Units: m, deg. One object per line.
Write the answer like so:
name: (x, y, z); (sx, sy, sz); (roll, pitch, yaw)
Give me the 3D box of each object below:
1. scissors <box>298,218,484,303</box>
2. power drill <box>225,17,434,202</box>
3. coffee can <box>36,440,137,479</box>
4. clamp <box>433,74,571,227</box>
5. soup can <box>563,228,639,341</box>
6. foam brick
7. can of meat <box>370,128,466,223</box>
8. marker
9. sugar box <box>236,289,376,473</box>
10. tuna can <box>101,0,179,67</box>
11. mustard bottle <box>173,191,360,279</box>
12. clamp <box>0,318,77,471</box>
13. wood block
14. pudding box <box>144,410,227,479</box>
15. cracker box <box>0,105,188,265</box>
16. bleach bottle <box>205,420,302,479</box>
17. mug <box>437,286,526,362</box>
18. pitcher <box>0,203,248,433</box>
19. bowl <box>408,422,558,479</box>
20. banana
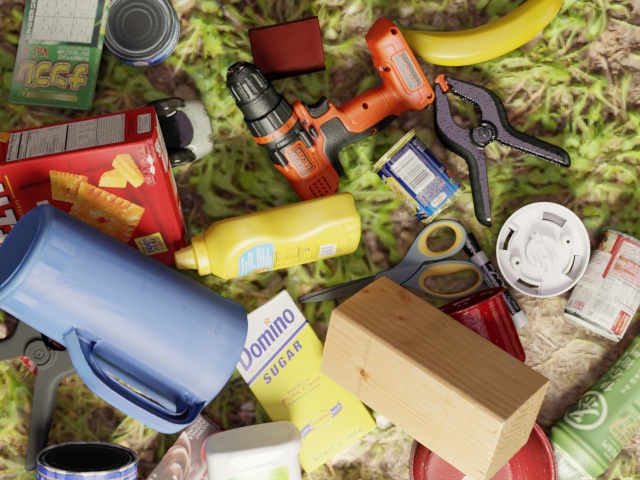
scissors: (0.076, 0.023, 1.157); (0.202, 0.016, 0.096); (1, 95, 6)
power drill: (0.013, -0.151, 1.125); (0.187, 0.057, 0.184); (-36, 121, -2)
coffee can: (-0.244, 0.290, 1.103); (0.103, 0.103, 0.140); (4, 97, 1)
clamp: (0.173, -0.102, 1.161); (0.171, 0.039, 0.120); (44, 84, 9)
soup can: (0.311, 0.048, 1.136); (0.068, 0.068, 0.102); (28, 88, 2)
foam brick: (-0.035, -0.207, 1.162); (0.078, 0.053, 0.051); (-11, 87, 1)
can of meat: (0.103, -0.066, 1.129); (0.057, 0.102, 0.084); (-43, 90, -1)
marker: (0.187, 0.042, 1.162); (0.020, 0.020, 0.121); (-32, 87, -1)
sugar box: (-0.025, 0.150, 1.147); (0.093, 0.048, 0.176); (-35, 88, -1)
tuna can: (-0.200, -0.236, 1.175); (0.086, 0.034, 0.086); (0, 87, 1)
mustard bottle: (-0.057, 0.001, 1.115); (0.191, 0.096, 0.058); (-13, 71, -10)
clamp: (-0.305, 0.115, 1.123); (0.164, 0.036, 0.210); (37, 88, -7)
wood block: (0.110, 0.135, 1.065); (0.206, 0.090, 0.091); (32, 131, 27)
pudding box: (-0.129, 0.254, 1.146); (0.090, 0.039, 0.113); (38, 89, 1)
cracker box: (-0.257, -0.037, 1.105); (0.213, 0.072, 0.164); (-10, 129, -1)
bleach bottle: (-0.056, 0.320, 1.112); (0.102, 0.068, 0.251); (-9, 103, -7)
mug: (0.156, 0.107, 1.131); (0.117, 0.093, 0.081); (-21, 92, 25)
pitcher: (-0.201, 0.074, 1.052); (0.242, 0.149, 0.145); (34, 85, -29)
bowl: (0.160, 0.243, 1.106); (0.162, 0.055, 0.162); (-2, 84, 24)
banana: (0.179, -0.231, 1.167); (0.198, 0.037, 0.069); (-12, 88, 0)
